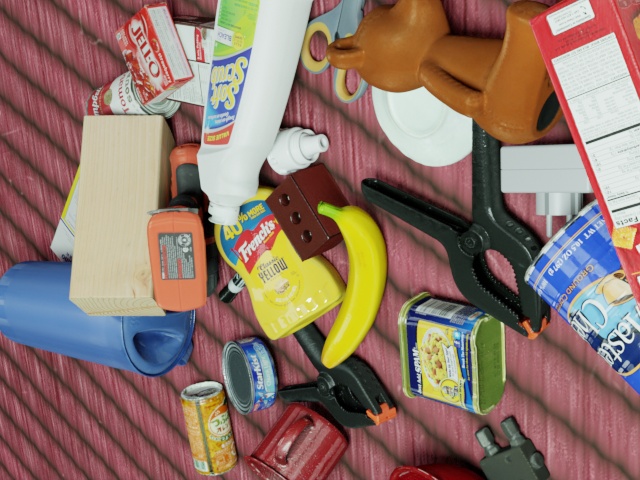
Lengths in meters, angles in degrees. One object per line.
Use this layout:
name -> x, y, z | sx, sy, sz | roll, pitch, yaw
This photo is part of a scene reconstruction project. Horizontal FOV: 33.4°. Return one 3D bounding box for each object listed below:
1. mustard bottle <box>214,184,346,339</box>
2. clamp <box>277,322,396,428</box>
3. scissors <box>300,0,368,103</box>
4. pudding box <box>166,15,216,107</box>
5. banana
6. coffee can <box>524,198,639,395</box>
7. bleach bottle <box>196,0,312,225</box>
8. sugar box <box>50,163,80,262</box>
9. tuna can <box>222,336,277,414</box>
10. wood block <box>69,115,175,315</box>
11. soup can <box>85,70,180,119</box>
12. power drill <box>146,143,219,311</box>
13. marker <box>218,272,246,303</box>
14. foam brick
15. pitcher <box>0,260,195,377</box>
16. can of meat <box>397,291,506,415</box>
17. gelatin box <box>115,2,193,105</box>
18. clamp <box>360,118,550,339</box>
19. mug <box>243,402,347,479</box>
mustard bottle -> -0.058, 0.001, 1.128 | 0.096, 0.058, 0.192 | -34, 80, 19
clamp -> 0.011, 0.141, 1.143 | 0.172, 0.039, 0.120 | 16, 123, 43
scissors -> 0.019, -0.229, 0.993 | 0.096, 0.016, 0.202 | 22, 121, 38
pudding box -> -0.122, -0.189, 1.136 | 0.114, 0.039, 0.090 | 19, 120, 43
banana -> 0.032, 0.041, 1.062 | 0.037, 0.069, 0.198 | -102, 9, -59
coffee can -> 0.243, 0.045, 0.821 | 0.140, 0.102, 0.103 | 47, 134, 20
bleach bottle -> -0.071, -0.136, 1.042 | 0.103, 0.067, 0.251 | 26, 110, 47
sugar box -> -0.287, -0.019, 1.370 | 0.093, 0.048, 0.176 | 49, 138, 16
tuna can -> -0.081, 0.154, 1.226 | 0.086, 0.033, 0.086 | 33, 128, 56
wood block -> -0.215, -0.027, 1.178 | 0.090, 0.091, 0.206 | 82, -172, -74
soup can -> -0.213, -0.158, 1.220 | 0.102, 0.068, 0.068 | -16, 95, 47
power drill -> -0.142, 0.005, 1.149 | 0.057, 0.187, 0.184 | -4, 111, 0
marker -> -0.084, 0.037, 1.208 | 0.020, 0.020, 0.121 | 55, 136, 12
foam brick -> -0.008, -0.029, 1.080 | 0.078, 0.051, 0.053 | 58, 136, 10
pitcher -> -0.280, 0.093, 1.324 | 0.243, 0.144, 0.149 | 5, 106, 33
can of meat -> 0.125, 0.106, 1.001 | 0.084, 0.057, 0.102 | 11, 115, 40
gelatin box -> -0.179, -0.199, 1.139 | 0.073, 0.030, 0.089 | -22, 89, 51
clamp -> 0.132, -0.004, 0.952 | 0.165, 0.036, 0.210 | -25, 93, 44
mug -> -0.025, 0.226, 1.155 | 0.093, 0.081, 0.117 | 29, 158, 22
